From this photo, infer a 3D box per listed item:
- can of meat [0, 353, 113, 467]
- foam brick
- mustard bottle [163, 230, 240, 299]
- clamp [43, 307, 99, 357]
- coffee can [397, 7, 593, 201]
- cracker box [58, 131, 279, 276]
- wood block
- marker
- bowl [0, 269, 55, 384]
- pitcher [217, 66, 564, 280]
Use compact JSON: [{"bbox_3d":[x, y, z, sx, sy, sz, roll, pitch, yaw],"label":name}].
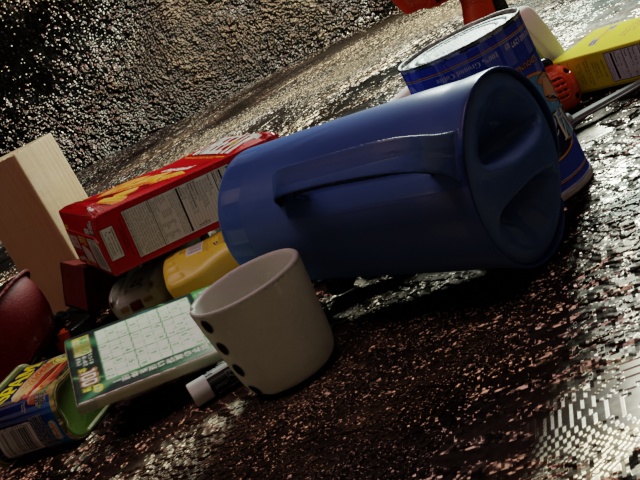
[{"bbox_3d":[-0.224,0.135,0.889,0.084,0.057,0.102,-19,17,22],"label":"can of meat"},{"bbox_3d":[-0.242,0.045,1.191,0.078,0.053,0.051,-15,16,-42],"label":"foam brick"},{"bbox_3d":[-0.057,0.002,1.034,0.191,0.058,0.096,-28,15,4],"label":"mustard bottle"},{"bbox_3d":[-0.283,0.094,1.187,0.120,0.039,0.172,-28,19,-23],"label":"clamp"},{"bbox_3d":[0.136,-0.094,0.830,0.103,0.140,0.103,-27,14,7],"label":"coffee can"},{"bbox_3d":[-0.152,-0.044,1.118,0.213,0.072,0.164,-27,14,-20],"label":"cracker box"},{"bbox_3d":[-0.339,-0.017,1.339,0.091,0.206,0.090,-21,15,26],"label":"wood block"},{"bbox_3d":[-0.044,0.084,0.794,0.121,0.020,0.020,-31,14,-10],"label":"marker"},{"bbox_3d":[-0.310,0.111,1.058,0.162,0.055,0.162,-61,4,6],"label":"bowl"},{"bbox_3d":[0.036,-0.035,0.760,0.243,0.149,0.144,-9,37,40],"label":"pitcher"}]
